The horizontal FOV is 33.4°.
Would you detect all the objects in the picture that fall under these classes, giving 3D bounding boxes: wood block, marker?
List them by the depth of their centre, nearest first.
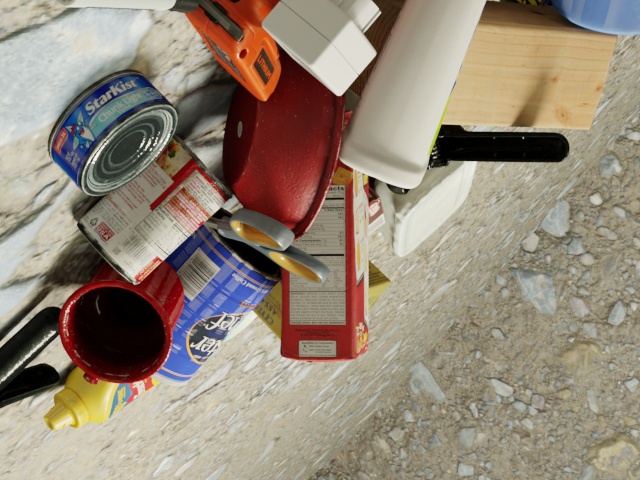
[{"bbox_3d":[-0.109,-0.144,0.624,0.020,0.020,0.120,-51,165,25],"label":"marker"},{"bbox_3d":[0.137,-0.155,0.916,0.205,0.091,0.090,-1,117,-26],"label":"wood block"}]

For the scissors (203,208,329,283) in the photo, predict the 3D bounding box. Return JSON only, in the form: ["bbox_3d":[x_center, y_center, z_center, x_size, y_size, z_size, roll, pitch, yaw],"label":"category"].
[{"bbox_3d":[-0.056,0.001,0.864,0.016,0.096,0.202,-56,-162,-11],"label":"scissors"}]

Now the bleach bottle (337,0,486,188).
[{"bbox_3d":[0.089,-0.168,0.764,0.102,0.068,0.251,-70,-178,-70],"label":"bleach bottle"}]

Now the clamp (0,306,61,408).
[{"bbox_3d":[-0.279,0.130,0.885,0.171,0.039,0.120,-36,157,-24],"label":"clamp"}]

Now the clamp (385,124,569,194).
[{"bbox_3d":[0.092,-0.080,0.943,0.164,0.036,0.210,-13,-163,-25],"label":"clamp"}]

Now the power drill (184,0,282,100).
[{"bbox_3d":[0.001,-0.187,0.739,0.187,0.057,0.184,-47,162,-1],"label":"power drill"}]

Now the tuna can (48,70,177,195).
[{"bbox_3d":[-0.138,-0.071,0.719,0.086,0.034,0.086,-41,166,-13],"label":"tuna can"}]

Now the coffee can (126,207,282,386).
[{"bbox_3d":[-0.116,0.049,0.979,0.140,0.103,0.102,-47,166,12],"label":"coffee can"}]

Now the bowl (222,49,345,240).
[{"bbox_3d":[-0.037,-0.082,0.824,0.055,0.162,0.162,9,139,-20],"label":"bowl"}]

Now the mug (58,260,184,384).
[{"bbox_3d":[-0.165,0.068,0.889,0.117,0.093,0.081,-62,-174,22],"label":"mug"}]

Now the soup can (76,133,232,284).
[{"bbox_3d":[-0.127,-0.024,0.818,0.102,0.068,0.068,-43,166,-4],"label":"soup can"}]

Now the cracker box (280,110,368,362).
[{"bbox_3d":[0.005,0.000,0.974,0.072,0.214,0.164,-1,177,7],"label":"cracker box"}]

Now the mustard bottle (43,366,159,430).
[{"bbox_3d":[-0.198,0.132,1.082,0.191,0.058,0.096,-34,161,-35],"label":"mustard bottle"}]
